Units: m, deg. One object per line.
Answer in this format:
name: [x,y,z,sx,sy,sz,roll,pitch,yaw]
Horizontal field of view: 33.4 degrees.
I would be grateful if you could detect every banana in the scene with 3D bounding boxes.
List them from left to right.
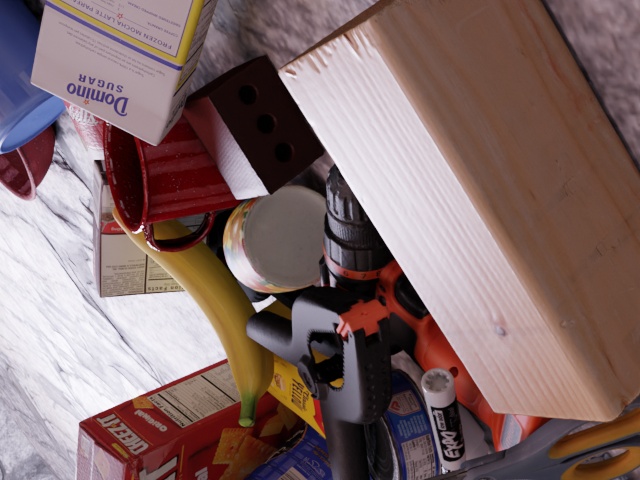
banana: [-0.087,0.045,0.824,0.037,0.069,0.198,-29,97,23]

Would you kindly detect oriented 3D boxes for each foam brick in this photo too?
foam brick: [-0.046,-0.074,0.703,0.078,0.053,0.051,57,155,-15]

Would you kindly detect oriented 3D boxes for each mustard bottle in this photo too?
mustard bottle: [0.023,0.130,0.853,0.192,0.058,0.096,36,142,29]

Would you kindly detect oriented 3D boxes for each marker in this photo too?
marker: [0.078,0.119,0.656,0.020,0.020,0.121,33,154,35]

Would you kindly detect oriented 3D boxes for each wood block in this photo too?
wood block: [0.083,-0.024,0.506,0.206,0.090,0.091,57,154,-11]

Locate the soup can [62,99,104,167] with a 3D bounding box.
soup can: [-0.160,-0.094,0.853,0.069,0.068,0.102,29,148,40]

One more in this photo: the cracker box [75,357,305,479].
cracker box: [-0.109,0.201,0.935,0.072,0.213,0.164,30,123,34]

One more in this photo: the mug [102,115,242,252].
mug: [-0.101,-0.046,0.762,0.093,0.081,0.117,36,132,55]

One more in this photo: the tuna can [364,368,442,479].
tuna can: [0.051,0.136,0.747,0.086,0.033,0.086,165,90,-73]

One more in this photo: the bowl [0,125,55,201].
bowl: [-0.326,-0.122,1.109,0.162,0.055,0.162,39,153,25]

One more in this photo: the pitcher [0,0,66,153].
pitcher: [-0.325,-0.198,0.944,0.243,0.149,0.145,49,140,-2]

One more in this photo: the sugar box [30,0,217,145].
sugar box: [-0.108,-0.148,0.623,0.093,0.048,0.176,27,134,0]

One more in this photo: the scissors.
scissors: [0.105,0.137,0.612,0.096,0.202,0.016,47,-158,-47]

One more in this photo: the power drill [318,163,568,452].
power drill: [0.075,0.046,0.655,0.188,0.057,0.184,40,157,30]

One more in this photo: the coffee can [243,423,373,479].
coffee can: [-0.005,0.219,0.920,0.103,0.140,0.103,39,153,25]

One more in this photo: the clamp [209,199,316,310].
clamp: [-0.055,0.001,0.838,0.172,0.039,0.120,1,109,61]

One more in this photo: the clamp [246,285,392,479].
clamp: [0.001,0.081,0.720,0.165,0.036,0.210,56,156,23]

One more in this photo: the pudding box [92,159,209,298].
pudding box: [-0.135,-0.010,0.853,0.039,0.090,0.113,-118,29,-51]
